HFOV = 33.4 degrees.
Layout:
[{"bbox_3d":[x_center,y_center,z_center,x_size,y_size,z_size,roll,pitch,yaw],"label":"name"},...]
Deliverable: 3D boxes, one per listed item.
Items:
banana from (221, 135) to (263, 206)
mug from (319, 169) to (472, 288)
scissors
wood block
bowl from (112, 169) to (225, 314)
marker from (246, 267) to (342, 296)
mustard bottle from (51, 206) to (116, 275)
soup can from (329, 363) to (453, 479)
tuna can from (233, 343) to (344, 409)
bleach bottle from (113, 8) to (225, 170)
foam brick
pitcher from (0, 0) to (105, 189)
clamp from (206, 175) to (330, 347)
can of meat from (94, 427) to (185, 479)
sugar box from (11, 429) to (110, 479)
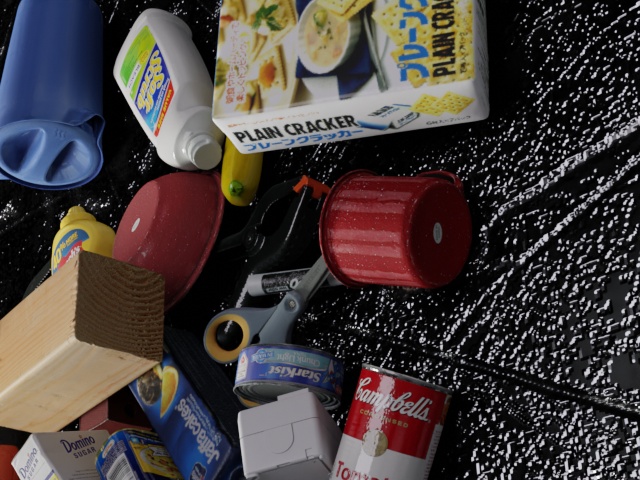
[{"bbox_3d":[-0.069,-0.101,1.020,0.070,0.037,0.197,120,159,-49],"label":"banana"},{"bbox_3d":[0.067,-0.014,0.809,0.082,0.093,0.117,4,39,45],"label":"mug"},{"bbox_3d":[-0.039,0.048,0.891,0.096,0.016,0.202,31,114,22],"label":"scissors"},{"bbox_3d":[-0.238,0.101,0.997,0.206,0.090,0.091,-34,48,40],"label":"wood block"},{"bbox_3d":[-0.159,-0.007,1.052,0.162,0.055,0.162,-41,35,38],"label":"bowl"},{"bbox_3d":[-0.007,0.031,0.891,0.121,0.020,0.020,-8,65,30],"label":"marker"},{"bbox_3d":[-0.255,0.035,1.163,0.096,0.058,0.192,-48,42,30],"label":"mustard bottle"},{"bbox_3d":[0.048,0.145,0.758,0.069,0.068,0.102,9,80,50],"label":"soup can"},{"bbox_3d":[-0.024,0.109,0.844,0.086,0.086,0.033,-14,60,44],"label":"tuna can"},{"bbox_3d":[-0.148,-0.150,1.108,0.103,0.068,0.251,-57,35,17],"label":"bleach bottle"},{"bbox_3d":[-0.200,0.154,1.047,0.051,0.052,0.078,-31,51,36],"label":"foam brick"},{"bbox_3d":[-0.336,-0.189,1.308,0.145,0.149,0.243,111,160,-53],"label":"pitcher"},{"bbox_3d":[-0.056,0.001,0.971,0.172,0.039,0.120,-52,44,18],"label":"clamp"},{"bbox_3d":[-0.135,0.210,0.909,0.057,0.101,0.084,-57,38,13],"label":"can of meat"},{"bbox_3d":[-0.184,0.242,0.917,0.176,0.093,0.048,46,109,30],"label":"sugar box"}]
